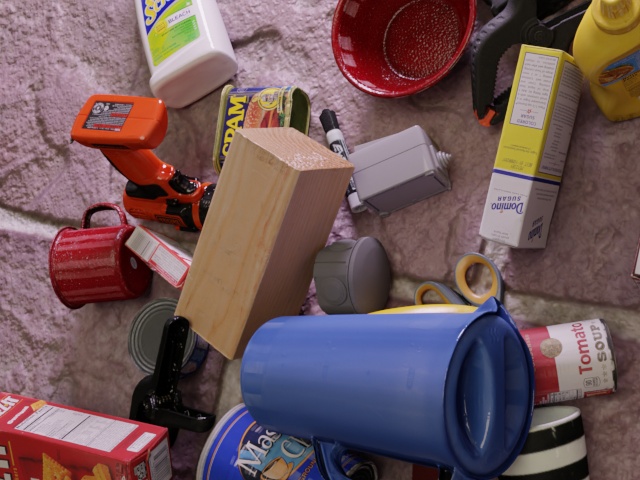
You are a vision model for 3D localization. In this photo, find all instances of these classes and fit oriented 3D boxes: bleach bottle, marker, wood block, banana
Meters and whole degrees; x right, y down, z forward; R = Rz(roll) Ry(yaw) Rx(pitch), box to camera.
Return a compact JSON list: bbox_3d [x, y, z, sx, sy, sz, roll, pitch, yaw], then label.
[{"bbox_3d":[-0.177,-0.282,1.238,0.103,0.068,0.251,-29,64,15],"label":"bleach bottle"},{"bbox_3d":[0.023,-0.085,1.114,0.020,0.020,0.121,-26,67,17],"label":"marker"},{"bbox_3d":[-0.057,0.001,1.047,0.090,0.090,0.206,34,116,29],"label":"wood block"},{"bbox_3d":[0.081,0.087,1.002,0.198,0.069,0.037,-16,60,29],"label":"banana"}]

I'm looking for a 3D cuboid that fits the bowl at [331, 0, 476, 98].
[{"bbox_3d":[0.093,-0.216,1.091,0.162,0.055,0.162,-7,77,29],"label":"bowl"}]

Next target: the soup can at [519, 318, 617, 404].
[{"bbox_3d":[0.203,0.108,0.939,0.102,0.068,0.068,-9,72,6],"label":"soup can"}]

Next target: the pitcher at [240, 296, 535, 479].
[{"bbox_3d":[0.046,0.132,0.908,0.243,0.149,0.145,-1,108,42],"label":"pitcher"}]

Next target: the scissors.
[{"bbox_3d":[0.177,0.086,0.998,0.202,0.016,0.096,34,93,28],"label":"scissors"}]

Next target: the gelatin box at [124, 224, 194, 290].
[{"bbox_3d":[-0.155,0.024,1.138,0.089,0.073,0.030,37,94,27],"label":"gelatin box"}]

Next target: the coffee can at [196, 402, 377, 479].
[{"bbox_3d":[-0.031,0.227,1.009,0.140,0.102,0.103,21,86,28],"label":"coffee can"}]

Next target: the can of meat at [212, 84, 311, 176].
[{"bbox_3d":[-0.061,-0.115,1.141,0.084,0.057,0.102,2,77,23],"label":"can of meat"}]

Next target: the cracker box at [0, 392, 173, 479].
[{"bbox_3d":[-0.250,0.256,1.081,0.214,0.072,0.164,7,113,25],"label":"cracker box"}]

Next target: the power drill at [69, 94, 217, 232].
[{"bbox_3d":[-0.156,-0.071,1.102,0.185,0.187,0.057,6,61,27],"label":"power drill"}]

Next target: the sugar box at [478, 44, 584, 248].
[{"bbox_3d":[0.194,-0.082,0.972,0.048,0.093,0.176,18,97,27],"label":"sugar box"}]

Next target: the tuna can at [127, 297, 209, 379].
[{"bbox_3d":[-0.162,0.106,1.141,0.086,0.033,0.086,-7,74,23],"label":"tuna can"}]

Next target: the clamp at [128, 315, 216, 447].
[{"bbox_3d":[-0.158,0.153,1.077,0.172,0.039,0.120,-37,55,49],"label":"clamp"}]

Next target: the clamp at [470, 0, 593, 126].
[{"bbox_3d":[0.198,-0.208,1.011,0.210,0.164,0.036,-54,17,19],"label":"clamp"}]

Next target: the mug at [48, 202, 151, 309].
[{"bbox_3d":[-0.238,0.015,1.171,0.082,0.093,0.117,-6,73,19],"label":"mug"}]
